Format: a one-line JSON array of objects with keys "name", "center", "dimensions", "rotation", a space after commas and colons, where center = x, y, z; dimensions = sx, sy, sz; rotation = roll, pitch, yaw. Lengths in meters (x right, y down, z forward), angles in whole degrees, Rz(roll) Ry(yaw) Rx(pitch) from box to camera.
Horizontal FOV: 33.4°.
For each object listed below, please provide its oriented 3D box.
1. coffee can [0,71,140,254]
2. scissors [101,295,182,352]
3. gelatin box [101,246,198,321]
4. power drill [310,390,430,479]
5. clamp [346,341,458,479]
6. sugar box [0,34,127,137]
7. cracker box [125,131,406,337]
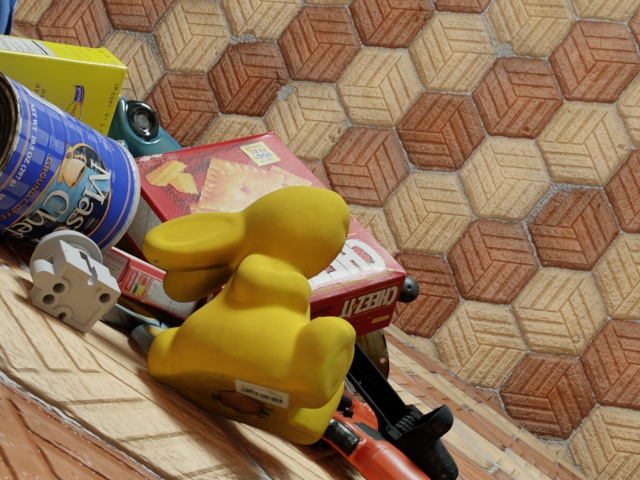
[{"name": "coffee can", "center": [-0.211, -0.050, 0.765], "dimensions": [0.103, 0.103, 0.140], "rotation": [39, 3, 30]}, {"name": "scissors", "center": [-0.106, 0.081, 0.831], "dimensions": [0.096, 0.016, 0.201], "rotation": [36, 2, 36]}, {"name": "gelatin box", "center": [-0.147, 0.029, 0.835], "dimensions": [0.073, 0.030, 0.089], "rotation": [30, -7, -40]}, {"name": "power drill", "center": [0.032, 0.162, 0.813], "dimensions": [0.188, 0.057, 0.184], "rotation": [39, 3, 39]}, {"name": "clamp", "center": [0.069, 0.158, 0.944], "dimensions": [0.165, 0.036, 0.210], "rotation": [40, -17, 37]}, {"name": "sugar box", "center": [-0.242, -0.109, 0.821], "dimensions": [0.175, 0.093, 0.048], "rotation": [-3, 33, -47]}, {"name": "cracker box", "center": [-0.056, 0.001, 0.910], "dimensions": [0.163, 0.072, 0.214], "rotation": [-15, 47, -34]}]
